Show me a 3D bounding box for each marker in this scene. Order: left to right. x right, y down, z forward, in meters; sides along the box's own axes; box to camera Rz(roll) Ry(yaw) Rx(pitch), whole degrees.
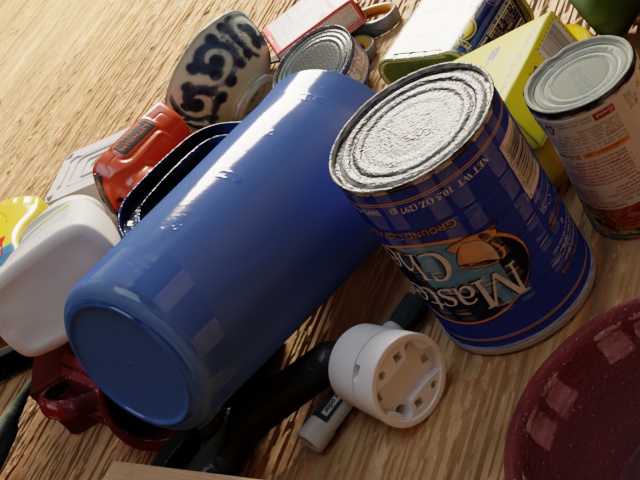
[{"bbox_3d":[0.029,0.079,0.664,0.121,0.020,0.020,-50,34,-18],"label":"marker"}]

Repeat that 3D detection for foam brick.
[{"bbox_3d":[-0.184,0.098,0.819,0.051,0.053,0.078,-31,32,11],"label":"foam brick"}]

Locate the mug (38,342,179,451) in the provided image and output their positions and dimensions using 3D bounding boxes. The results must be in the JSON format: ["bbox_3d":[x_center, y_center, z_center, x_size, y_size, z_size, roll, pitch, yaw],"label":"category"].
[{"bbox_3d":[-0.137,0.095,0.733,0.117,0.093,0.082,-22,16,-33],"label":"mug"}]

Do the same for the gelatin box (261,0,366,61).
[{"bbox_3d":[-0.007,-0.203,1.009,0.089,0.030,0.073,-36,32,5],"label":"gelatin box"}]

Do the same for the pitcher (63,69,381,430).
[{"bbox_3d":[-0.054,0.001,0.683,0.149,0.145,0.242,-32,11,49],"label":"pitcher"}]

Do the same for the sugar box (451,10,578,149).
[{"bbox_3d":[0.095,-0.087,0.743,0.177,0.048,0.093,-17,36,53],"label":"sugar box"}]

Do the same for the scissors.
[{"bbox_3d":[-0.014,-0.173,1.023,0.202,0.016,0.096,-20,37,27],"label":"scissors"}]

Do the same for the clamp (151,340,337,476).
[{"bbox_3d":[-0.060,0.116,0.690,0.171,0.039,0.120,-44,15,-6],"label":"clamp"}]

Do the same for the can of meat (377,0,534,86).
[{"bbox_3d":[0.106,-0.156,0.849,0.102,0.057,0.084,4,54,48],"label":"can of meat"}]

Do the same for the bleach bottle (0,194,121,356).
[{"bbox_3d":[-0.194,0.006,0.826,0.102,0.068,0.251,-35,16,1],"label":"bleach bottle"}]

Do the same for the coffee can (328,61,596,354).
[{"bbox_3d":[0.084,-0.016,0.616,0.103,0.140,0.103,-26,34,19],"label":"coffee can"}]

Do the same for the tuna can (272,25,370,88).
[{"bbox_3d":[0.002,-0.145,0.941,0.086,0.033,0.086,-23,48,28],"label":"tuna can"}]

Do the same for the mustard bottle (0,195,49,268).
[{"bbox_3d":[-0.309,0.035,1.005,0.096,0.058,0.191,-24,32,12],"label":"mustard bottle"}]

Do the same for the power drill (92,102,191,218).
[{"bbox_3d":[-0.080,-0.061,0.876,0.188,0.057,0.184,16,53,36],"label":"power drill"}]
